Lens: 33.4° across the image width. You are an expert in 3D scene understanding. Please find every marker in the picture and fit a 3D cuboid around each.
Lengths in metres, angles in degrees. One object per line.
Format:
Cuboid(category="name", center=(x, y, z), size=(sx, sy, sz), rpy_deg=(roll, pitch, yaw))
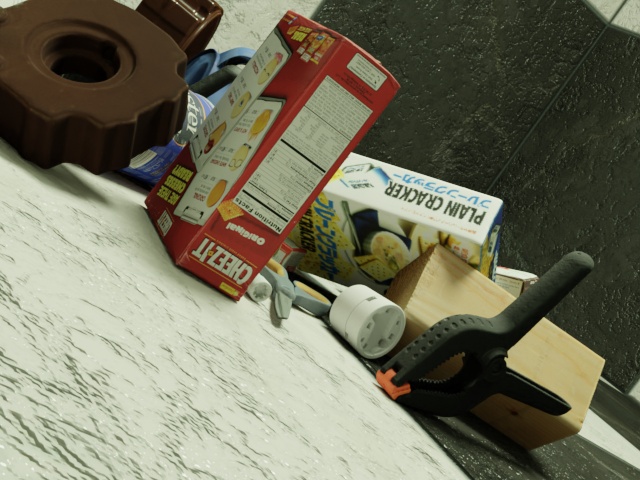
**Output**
Cuboid(category="marker", center=(-0.072, 0.019, 0.921), size=(0.020, 0.020, 0.121), rpy_deg=(32, 7, -33))

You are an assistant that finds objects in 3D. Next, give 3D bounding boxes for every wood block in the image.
Cuboid(category="wood block", center=(0.160, 0.107, 1.045), size=(0.206, 0.090, 0.091), rpy_deg=(35, -32, -8))

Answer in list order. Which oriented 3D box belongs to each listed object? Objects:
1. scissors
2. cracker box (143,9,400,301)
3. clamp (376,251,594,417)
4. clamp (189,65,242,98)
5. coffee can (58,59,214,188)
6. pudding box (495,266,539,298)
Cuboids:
Cuboid(category="scissors", center=(-0.018, 0.056, 0.946), size=(0.096, 0.016, 0.202), rpy_deg=(32, 6, -20))
Cuboid(category="cracker box", center=(-0.045, -0.075, 0.872), size=(0.072, 0.214, 0.164), rpy_deg=(34, 6, -25))
Cuboid(category="clamp", center=(0.147, 0.109, 0.923), size=(0.209, 0.164, 0.036), rpy_deg=(-18, 30, -21))
Cuboid(category="clamp", center=(-0.159, -0.118, 1.151), size=(0.171, 0.120, 0.039), rpy_deg=(-9, 9, -2))
Cuboid(category="coffee can", center=(-0.171, -0.111, 0.994), size=(0.103, 0.103, 0.140), rpy_deg=(38, 7, 29))
Cuboid(category="pudding box", center=(0.183, 0.047, 1.205), size=(0.114, 0.039, 0.090), rpy_deg=(12, 5, 22))
